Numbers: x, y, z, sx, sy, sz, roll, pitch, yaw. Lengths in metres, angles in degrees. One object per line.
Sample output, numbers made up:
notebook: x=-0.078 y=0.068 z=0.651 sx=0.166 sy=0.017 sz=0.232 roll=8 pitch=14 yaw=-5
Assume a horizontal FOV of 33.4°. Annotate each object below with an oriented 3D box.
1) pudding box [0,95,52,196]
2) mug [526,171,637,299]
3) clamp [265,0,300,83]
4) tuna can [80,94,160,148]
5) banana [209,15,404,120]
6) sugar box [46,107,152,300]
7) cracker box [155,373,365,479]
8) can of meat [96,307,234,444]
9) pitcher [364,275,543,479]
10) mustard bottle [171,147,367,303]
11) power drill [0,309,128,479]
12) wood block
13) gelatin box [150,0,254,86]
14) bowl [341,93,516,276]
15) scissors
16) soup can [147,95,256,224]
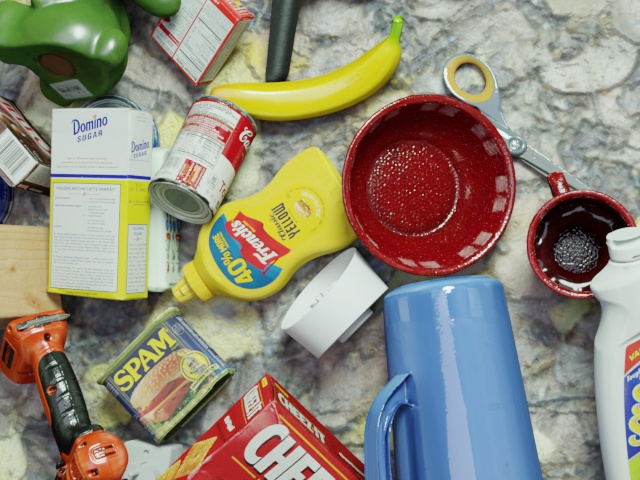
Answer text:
pudding box: x=-0.301 y=-0.097 z=1.042 sx=0.039 sy=0.090 sz=0.113 roll=-41 pitch=79 yaw=6
mug: x=0.223 y=-0.004 z=0.935 sx=0.093 sy=0.081 sz=0.117 roll=-22 pitch=81 yaw=8
clamp: x=-0.044 y=-0.276 z=1.007 sx=0.165 sy=0.036 sz=0.210 roll=43 pitch=117 yaw=13
tuna can: x=-0.204 y=-0.100 z=1.052 sx=0.086 sy=0.033 sz=0.086 roll=-1 pitch=84 yaw=11
banana: x=-0.004 y=-0.149 z=1.006 sx=0.198 sy=0.037 sz=0.069 roll=-20 pitch=117 yaw=12
sugar box: x=-0.207 y=-0.035 z=1.002 sx=0.093 sy=0.048 sz=0.176 roll=4 pitch=90 yaw=26
cracker box: x=-0.065 y=0.252 z=0.941 sx=0.214 sy=0.072 sz=0.164 roll=-43 pitch=106 yaw=5
can of meat: x=-0.144 y=0.128 z=1.006 sx=0.102 sy=0.057 sz=0.084 roll=-45 pitch=81 yaw=0
pitcher: x=0.112 y=0.157 z=0.913 sx=0.145 sy=0.149 sz=0.243 roll=-9 pitch=80 yaw=10
mustard bottle: x=-0.057 y=0.001 z=1.001 sx=0.192 sy=0.058 sz=0.096 roll=-33 pitch=84 yaw=7
power drill: x=-0.241 y=0.173 z=0.991 sx=0.057 sy=0.185 sz=0.188 roll=-14 pitch=63 yaw=-34
wood block: x=-0.346 y=0.036 z=0.969 sx=0.091 sy=0.205 sz=0.090 roll=-15 pitch=81 yaw=32
gelatin box: x=-0.115 y=-0.206 z=1.029 sx=0.073 sy=0.030 sz=0.089 roll=47 pitch=125 yaw=12
bowl: x=0.091 y=-0.049 z=0.963 sx=0.162 sy=0.055 sz=0.162 roll=0 pitch=89 yaw=-12
scissors: x=0.180 y=-0.108 z=0.987 sx=0.202 sy=0.016 sz=0.096 roll=20 pitch=89 yaw=12
soup can: x=-0.110 y=-0.075 z=0.995 sx=0.068 sy=0.068 sz=0.102 roll=18 pitch=63 yaw=12
